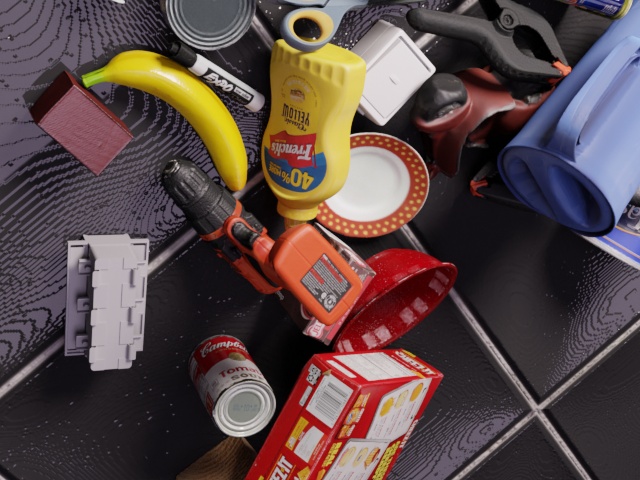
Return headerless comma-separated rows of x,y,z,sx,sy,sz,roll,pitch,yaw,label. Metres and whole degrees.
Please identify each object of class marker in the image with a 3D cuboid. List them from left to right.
-0.099,-0.155,1.009,0.121,0.020,0.020,29,99,-45,marker

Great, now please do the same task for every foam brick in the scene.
-0.220,-0.107,0.979,0.051,0.053,0.078,-46,120,1,foam brick

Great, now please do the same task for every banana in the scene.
-0.130,-0.124,1.020,0.197,0.037,0.070,36,113,-29,banana

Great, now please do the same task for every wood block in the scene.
-0.064,0.328,1.207,0.090,0.091,0.206,-36,121,-4,wood block

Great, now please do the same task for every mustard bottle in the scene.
-0.013,-0.095,1.043,0.058,0.096,0.192,-25,131,-49,mustard bottle

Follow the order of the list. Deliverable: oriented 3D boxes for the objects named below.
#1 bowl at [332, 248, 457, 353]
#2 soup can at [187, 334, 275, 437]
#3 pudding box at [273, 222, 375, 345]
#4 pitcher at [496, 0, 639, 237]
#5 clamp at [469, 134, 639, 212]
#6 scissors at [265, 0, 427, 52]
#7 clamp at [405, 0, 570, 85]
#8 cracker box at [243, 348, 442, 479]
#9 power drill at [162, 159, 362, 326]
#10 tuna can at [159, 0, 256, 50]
0.066,0.059,1.140,0.162,0.055,0.162,-31,157,-15,bowl
-0.093,0.151,1.112,0.068,0.102,0.068,-8,114,-19,soup can
0.001,0.043,1.097,0.039,0.114,0.090,31,97,-26,pudding box
0.296,-0.136,1.068,0.145,0.149,0.242,44,73,-19,pitcher
0.264,-0.095,1.162,0.210,0.036,0.164,-10,76,5,clamp
0.031,-0.214,1.017,0.201,0.016,0.096,5,66,-29,scissors
0.166,-0.206,1.049,0.171,0.039,0.120,44,72,-1,clamp
0.028,0.201,1.147,0.213,0.072,0.164,7,114,-61,cracker box
-0.057,0.001,1.016,0.057,0.188,0.184,-50,125,-10,power drill
-0.105,-0.222,0.987,0.086,0.034,0.086,-8,114,-19,tuna can
